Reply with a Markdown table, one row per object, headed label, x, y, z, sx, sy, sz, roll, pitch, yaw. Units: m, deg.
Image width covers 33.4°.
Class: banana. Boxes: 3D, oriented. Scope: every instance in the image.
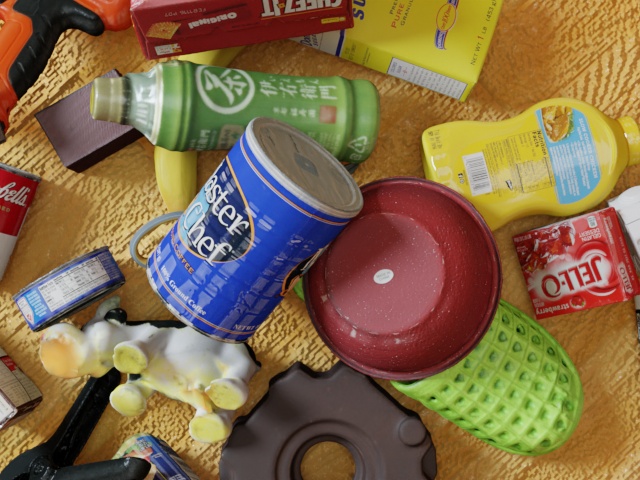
| label | x | y | z | sx | sy | sz | roll | pitch | yaw |
| --- | --- | --- | --- | --- | --- | --- | --- | --- | --- |
| banana | -0.097 | -0.115 | 0.882 | 0.069 | 0.037 | 0.198 | 27 | 88 | 1 |

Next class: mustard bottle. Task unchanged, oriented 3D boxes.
| label | x | y | z | sx | sy | sz | roll | pitch | yaw |
| --- | --- | --- | --- | --- | --- | --- | --- | --- | --- |
| mustard bottle | 0.183 | -0.065 | 0.869 | 0.191 | 0.058 | 0.096 | -13 | 84 | 0 |

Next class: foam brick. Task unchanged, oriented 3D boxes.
| label | x | y | z | sx | sy | sz | roll | pitch | yaw |
| --- | --- | --- | --- | --- | --- | --- | --- | --- | --- |
| foam brick | -0.183 | -0.097 | 0.874 | 0.078 | 0.053 | 0.051 | -30 | 88 | -1 |

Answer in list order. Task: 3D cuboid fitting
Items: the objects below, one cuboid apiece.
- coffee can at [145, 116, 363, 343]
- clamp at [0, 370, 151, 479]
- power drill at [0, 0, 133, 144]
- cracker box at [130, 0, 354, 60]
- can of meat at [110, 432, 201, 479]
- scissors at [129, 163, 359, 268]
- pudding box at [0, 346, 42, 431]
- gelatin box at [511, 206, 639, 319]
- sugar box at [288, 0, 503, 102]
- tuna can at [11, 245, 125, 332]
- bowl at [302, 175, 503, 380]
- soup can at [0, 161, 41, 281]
| label | x | y | z | sx | sy | sz | roll | pitch | yaw |
| --- | --- | --- | --- | --- | --- | --- | --- | --- | --- |
| coffee can | -0.050 | -0.007 | 0.799 | 0.103 | 0.102 | 0.140 | 41 | 112 | 1 |
| clamp | -0.212 | 0.179 | 0.860 | 0.171 | 0.120 | 0.039 | -32 | 128 | 12 |
| power drill | -0.262 | -0.179 | 0.850 | 0.184 | 0.057 | 0.187 | 30 | 69 | 10 |
| cracker box | -0.070 | -0.257 | 0.831 | 0.164 | 0.072 | 0.214 | -9 | 64 | 1 |
| can of meat | -0.138 | 0.216 | 0.845 | 0.084 | 0.057 | 0.102 | 35 | 88 | 41 |
| scissors | -0.056 | 0.001 | 0.887 | 0.201 | 0.016 | 0.096 | -13 | 106 | -12 |
| pudding box | -0.278 | 0.100 | 0.850 | 0.039 | 0.090 | 0.113 | -42 | 89 | -2 |
| gelatin box | 0.204 | 0.019 | 0.854 | 0.030 | 0.089 | 0.073 | -16 | 88 | -43 |
| sugar box | 0.053 | -0.188 | 0.871 | 0.176 | 0.048 | 0.093 | 20 | 72 | -2 |
| tuna can | -0.200 | 0.039 | 0.854 | 0.086 | 0.086 | 0.034 | -30 | 90 | -1 |
| bowl | 0.055 | 0.027 | 0.815 | 0.162 | 0.055 | 0.162 | -2 | 84 | 18 |
| soup can | -0.276 | -0.016 | 0.865 | 0.068 | 0.068 | 0.102 | 21 | 89 | 1 |
